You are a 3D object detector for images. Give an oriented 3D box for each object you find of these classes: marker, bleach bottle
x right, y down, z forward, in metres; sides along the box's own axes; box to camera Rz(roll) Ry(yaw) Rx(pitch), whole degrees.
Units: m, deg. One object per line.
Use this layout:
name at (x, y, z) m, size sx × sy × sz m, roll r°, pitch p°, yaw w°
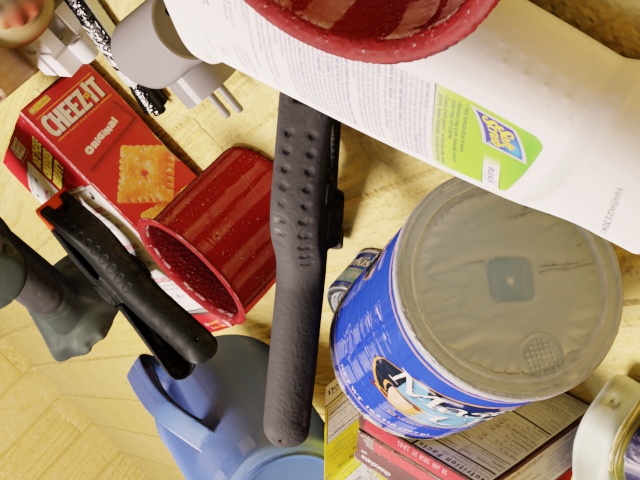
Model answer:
marker at (-0.135, -0.129, 0.685) m, size 0.020 × 0.020 × 0.121 m, roll 16°, pitch 146°, yaw 51°
bleach bottle at (0.053, -0.061, 0.414) m, size 0.251 × 0.068 × 0.102 m, roll 32°, pitch 166°, yaw 18°

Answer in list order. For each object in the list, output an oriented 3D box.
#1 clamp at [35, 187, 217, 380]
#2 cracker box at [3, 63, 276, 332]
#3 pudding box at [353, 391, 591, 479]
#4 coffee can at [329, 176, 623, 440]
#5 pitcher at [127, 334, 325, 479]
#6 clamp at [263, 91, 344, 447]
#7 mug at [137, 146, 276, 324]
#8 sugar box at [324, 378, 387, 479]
clamp at (-0.142, 0.038, 0.787) m, size 0.171 × 0.039 × 0.120 m, roll 47°, pitch 154°, yaw 9°
cracker box at (-0.142, -0.022, 0.832) m, size 0.213 × 0.072 × 0.164 m, roll 47°, pitch 158°, yaw -8°
pudding box at (0.089, 0.110, 0.607) m, size 0.090 × 0.113 × 0.039 m, roll 28°, pitch 127°, yaw 37°
coffee can at (0.068, 0.037, 0.517) m, size 0.103 × 0.102 × 0.140 m, roll 42°, pitch 160°, yaw 3°
pitcher at (-0.063, 0.166, 0.870) m, size 0.243 × 0.149 × 0.145 m, roll -148°, pitch 45°, yaw -70°
clamp at (-0.008, -0.002, 0.557) m, size 0.036 × 0.164 × 0.210 m, roll 6°, pitch 142°, yaw 5°
mug at (-0.055, 0.001, 0.699) m, size 0.093 × 0.081 × 0.117 m, roll 30°, pitch 155°, yaw 32°
sugar box at (0.046, 0.156, 0.759) m, size 0.093 × 0.048 × 0.176 m, roll 47°, pitch -173°, yaw -9°
